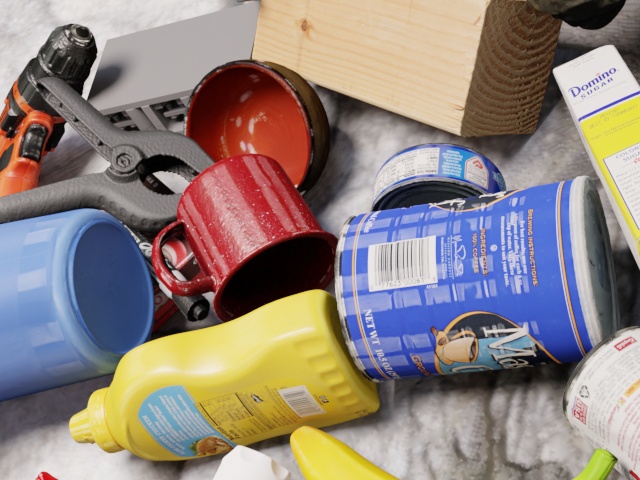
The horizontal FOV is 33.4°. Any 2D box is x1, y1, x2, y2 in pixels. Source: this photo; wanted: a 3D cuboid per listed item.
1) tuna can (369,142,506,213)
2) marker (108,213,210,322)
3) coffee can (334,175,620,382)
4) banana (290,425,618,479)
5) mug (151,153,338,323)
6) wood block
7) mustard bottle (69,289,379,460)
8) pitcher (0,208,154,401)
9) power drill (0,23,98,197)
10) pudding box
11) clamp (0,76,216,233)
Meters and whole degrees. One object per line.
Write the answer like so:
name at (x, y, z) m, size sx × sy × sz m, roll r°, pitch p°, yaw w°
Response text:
tuna can at (0.075, -0.022, 0.674) m, size 0.086 × 0.086 × 0.033 m, roll -9°, pitch 49°, yaw 22°
marker at (-0.114, 0.018, 0.741) m, size 0.020 × 0.020 × 0.121 m, roll -43°, pitch 53°, yaw -9°
coffee can at (0.092, 0.025, 0.615) m, size 0.140 × 0.102 × 0.102 m, roll -9°, pitch 51°, yaw 22°
banana at (0.064, 0.141, 0.575) m, size 0.198 × 0.037 × 0.069 m, roll -2°, pitch 69°, yaw 34°
mug at (-0.055, 0.001, 0.703) m, size 0.117 × 0.093 × 0.081 m, roll -20°, pitch 57°, yaw -19°
wood block at (0.056, -0.146, 0.760) m, size 0.206 × 0.090 × 0.091 m, roll 27°, pitch 114°, yaw 40°
mustard bottle at (-0.067, 0.092, 0.651) m, size 0.192 × 0.096 × 0.058 m, roll -18°, pitch 48°, yaw 15°
pitcher at (-0.244, 0.051, 0.716) m, size 0.243 × 0.145 × 0.149 m, roll -13°, pitch 19°, yaw 23°
power drill at (-0.228, -0.057, 0.840) m, size 0.185 × 0.057 × 0.187 m, roll -47°, pitch 33°, yaw 43°
pudding box at (-0.131, 0.007, 0.795) m, size 0.090 × 0.039 × 0.114 m, roll -43°, pitch 47°, yaw -10°
clamp at (-0.147, -0.041, 0.753) m, size 0.171 × 0.039 × 0.120 m, roll 20°, pitch 71°, yaw 7°
